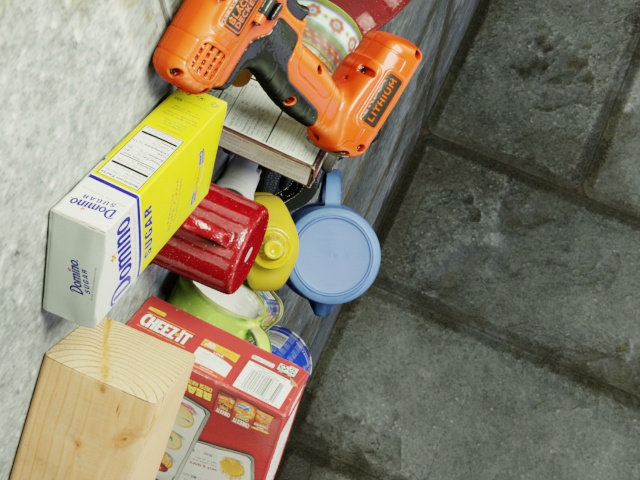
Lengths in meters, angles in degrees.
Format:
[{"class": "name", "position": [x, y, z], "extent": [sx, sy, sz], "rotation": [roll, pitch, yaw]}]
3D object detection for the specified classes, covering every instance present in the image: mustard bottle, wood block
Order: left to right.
[{"class": "wood block", "position": [-0.178, 0.175, 0.818], "extent": [0.090, 0.090, 0.206], "rotation": [-49, 160, -69]}, {"class": "mustard bottle", "position": [-0.057, 0.001, 1.076], "extent": [0.192, 0.058, 0.096], "rotation": [-152, -115, -81]}]

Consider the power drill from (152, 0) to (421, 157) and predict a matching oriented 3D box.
[{"class": "power drill", "position": [-0.010, -0.157, 0.761], "extent": [0.187, 0.057, 0.184], "rotation": [32, 92, -42]}]

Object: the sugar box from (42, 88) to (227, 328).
[{"class": "sugar box", "position": [-0.126, -0.027, 0.741], "extent": [0.176, 0.048, 0.093], "rotation": [-61, 171, -48]}]

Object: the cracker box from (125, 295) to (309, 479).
[{"class": "cracker box", "position": [-0.115, 0.175, 0.988], "extent": [0.072, 0.164, 0.214], "rotation": [-55, 166, -50]}]

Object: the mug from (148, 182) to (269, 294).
[{"class": "mug", "position": [-0.095, -0.008, 0.883], "extent": [0.117, 0.081, 0.093], "rotation": [70, 44, -80]}]

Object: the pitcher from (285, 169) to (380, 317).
[{"class": "pitcher", "position": [0.010, 0.005, 1.282], "extent": [0.145, 0.149, 0.243], "rotation": [-40, -179, -1]}]

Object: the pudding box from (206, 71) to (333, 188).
[{"class": "pudding box", "position": [-0.038, -0.108, 0.867], "extent": [0.039, 0.113, 0.090], "rotation": [102, 13, -68]}]

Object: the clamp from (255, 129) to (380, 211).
[{"class": "clamp", "position": [-0.022, -0.100, 1.179], "extent": [0.171, 0.120, 0.039], "rotation": [-46, -149, -4]}]
